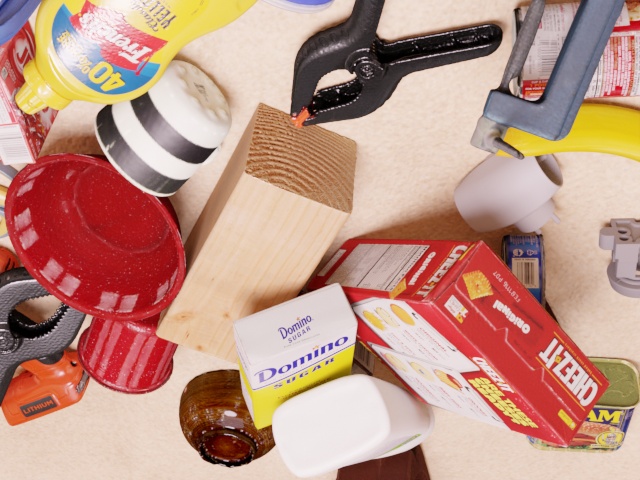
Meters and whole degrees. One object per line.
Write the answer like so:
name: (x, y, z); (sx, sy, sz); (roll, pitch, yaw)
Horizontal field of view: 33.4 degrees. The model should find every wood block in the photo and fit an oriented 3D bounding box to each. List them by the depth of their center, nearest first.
wood block: (-0.055, 0.001, 0.888); (0.090, 0.090, 0.206); (21, 131, -14)

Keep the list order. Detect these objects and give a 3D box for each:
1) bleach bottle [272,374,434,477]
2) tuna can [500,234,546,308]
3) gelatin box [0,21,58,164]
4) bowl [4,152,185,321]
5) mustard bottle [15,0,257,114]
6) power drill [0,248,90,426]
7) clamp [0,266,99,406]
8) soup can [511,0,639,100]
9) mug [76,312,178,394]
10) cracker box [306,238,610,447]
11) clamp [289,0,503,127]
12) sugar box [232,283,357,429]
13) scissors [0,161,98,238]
bleach bottle: (0.045, 0.172, 0.983); (0.103, 0.068, 0.250); (-25, 163, 11)
tuna can: (0.170, 0.037, 0.901); (0.034, 0.086, 0.086); (0, 133, 7)
gelatin box: (-0.231, -0.114, 0.809); (0.030, 0.073, 0.089); (-2, 133, 9)
bowl: (-0.176, -0.013, 0.882); (0.162, 0.055, 0.162); (10, 126, 15)
mustard bottle: (-0.141, -0.152, 0.747); (0.192, 0.058, 0.096); (-35, 122, 17)
power drill: (-0.327, 0.100, 1.030); (0.185, 0.057, 0.187); (-20, 128, 22)
clamp: (-0.283, 0.090, 0.957); (0.210, 0.036, 0.164); (-26, 123, 2)
soup can: (0.188, -0.133, 0.751); (0.102, 0.068, 0.068); (-2, 133, 8)
mug: (-0.158, 0.079, 0.982); (0.117, 0.093, 0.082); (-4, 137, -35)
cracker box: (0.104, 0.073, 0.862); (0.164, 0.072, 0.214); (45, 163, -18)
clamp: (0.032, -0.144, 0.777); (0.172, 0.039, 0.120); (-28, 123, 28)
sugar box: (-0.021, 0.102, 0.899); (0.093, 0.048, 0.176); (-20, 158, -10)
scissors: (-0.239, -0.013, 0.942); (0.201, 0.016, 0.096); (27, 127, -18)
